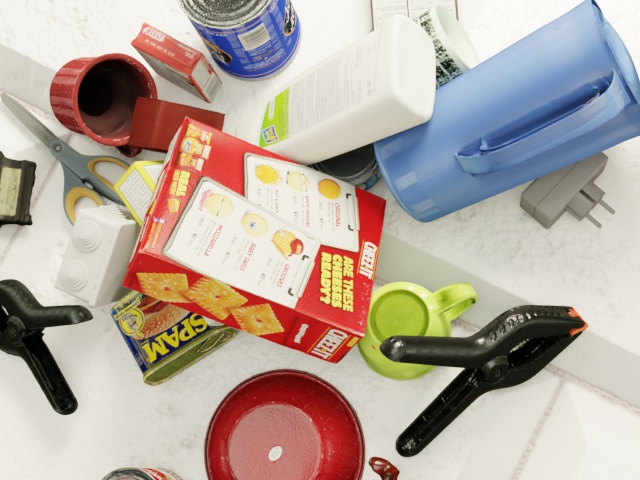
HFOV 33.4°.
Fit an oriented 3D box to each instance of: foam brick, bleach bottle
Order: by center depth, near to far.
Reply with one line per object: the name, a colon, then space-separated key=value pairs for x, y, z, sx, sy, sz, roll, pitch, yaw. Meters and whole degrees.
bleach bottle: x=-0.008 y=-0.125 z=1.033 sx=0.251 sy=0.068 sz=0.102 roll=-18 pitch=57 yaw=38
foam brick: x=-0.145 y=-0.112 z=1.074 sx=0.053 sy=0.078 sz=0.051 roll=17 pitch=97 yaw=52

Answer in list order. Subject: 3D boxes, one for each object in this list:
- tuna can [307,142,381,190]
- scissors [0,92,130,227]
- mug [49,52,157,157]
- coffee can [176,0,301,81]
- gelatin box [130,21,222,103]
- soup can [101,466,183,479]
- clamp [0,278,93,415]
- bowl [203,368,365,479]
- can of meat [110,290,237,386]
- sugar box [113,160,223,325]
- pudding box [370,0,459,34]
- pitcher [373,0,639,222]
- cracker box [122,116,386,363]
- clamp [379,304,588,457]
tuna can: x=0.026 y=-0.090 z=1.083 sx=0.086 sy=0.033 sz=0.086 roll=-2 pitch=78 yaw=8
scissors: x=-0.281 y=-0.077 z=1.136 sx=0.202 sy=0.016 sz=0.096 roll=26 pitch=83 yaw=13
mug: x=-0.221 y=-0.137 z=1.100 sx=0.093 sy=0.117 sz=0.082 roll=-41 pitch=30 yaw=-22
coffee can: x=-0.080 y=-0.233 z=1.074 sx=0.103 sy=0.140 sz=0.103 roll=-2 pitch=78 yaw=8
gelatin box: x=-0.147 y=-0.183 z=1.100 sx=0.073 sy=0.089 sz=0.030 roll=30 pitch=84 yaw=13
soup can: x=-0.167 y=0.248 z=1.005 sx=0.068 sy=0.102 sz=0.068 roll=-2 pitch=78 yaw=8
clamp: x=-0.293 y=0.099 z=1.073 sx=0.172 sy=0.039 sz=0.120 roll=21 pitch=107 yaw=35
bowl: x=-0.039 y=0.201 z=1.021 sx=0.162 sy=0.055 sz=0.162 roll=-2 pitch=78 yaw=8
can of meat: x=-0.148 y=0.082 z=1.062 sx=0.102 sy=0.057 sz=0.084 roll=-32 pitch=73 yaw=1
sugar box: x=-0.119 y=-0.001 z=1.054 sx=0.048 sy=0.093 sz=0.176 roll=-42 pitch=74 yaw=29
pudding box: x=0.096 y=-0.258 z=1.106 sx=0.090 sy=0.039 sz=0.113 roll=-4 pitch=80 yaw=6
pitcher: x=0.173 y=-0.107 z=0.982 sx=0.243 sy=0.149 sz=0.145 roll=-26 pitch=63 yaw=22
cracker box: x=-0.056 y=0.001 z=0.989 sx=0.213 sy=0.072 sz=0.164 roll=22 pitch=52 yaw=-13
clamp: x=0.148 y=0.106 z=0.978 sx=0.210 sy=0.164 sz=0.036 roll=-27 pitch=47 yaw=-6
